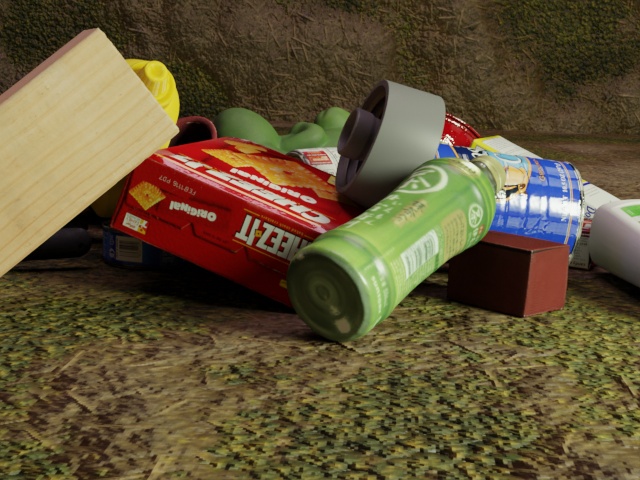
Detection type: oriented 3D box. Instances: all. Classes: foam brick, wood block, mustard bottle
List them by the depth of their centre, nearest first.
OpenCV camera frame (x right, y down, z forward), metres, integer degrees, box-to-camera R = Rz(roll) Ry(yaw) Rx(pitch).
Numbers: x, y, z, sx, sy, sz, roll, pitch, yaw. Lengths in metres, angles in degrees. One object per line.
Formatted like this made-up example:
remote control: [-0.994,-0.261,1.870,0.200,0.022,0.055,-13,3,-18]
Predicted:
wood block: [-0.212,-0.049,0.743,0.206,0.090,0.091,-41,20,-8]
foam brick: [0.144,0.024,0.819,0.052,0.051,0.078,-6,13,-42]
mustard bottle: [-0.158,-0.095,0.885,0.058,0.096,0.192,0,-20,-22]

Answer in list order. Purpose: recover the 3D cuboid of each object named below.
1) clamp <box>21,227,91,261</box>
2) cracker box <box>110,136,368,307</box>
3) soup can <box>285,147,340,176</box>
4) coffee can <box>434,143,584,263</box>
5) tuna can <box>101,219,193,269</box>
clamp: [-0.278,0.006,0.878,0.120,0.039,0.171,3,15,33]
cracker box: [-0.048,-0.024,0.875,0.164,0.072,0.213,23,13,10]
soup can: [0.017,-0.055,1.028,0.102,0.068,0.069,-5,12,-31]
coffee can: [0.139,-0.027,0.914,0.140,0.103,0.103,8,9,-11]
tuna can: [-0.149,0.001,0.941,0.086,0.034,0.086,2,10,0]
